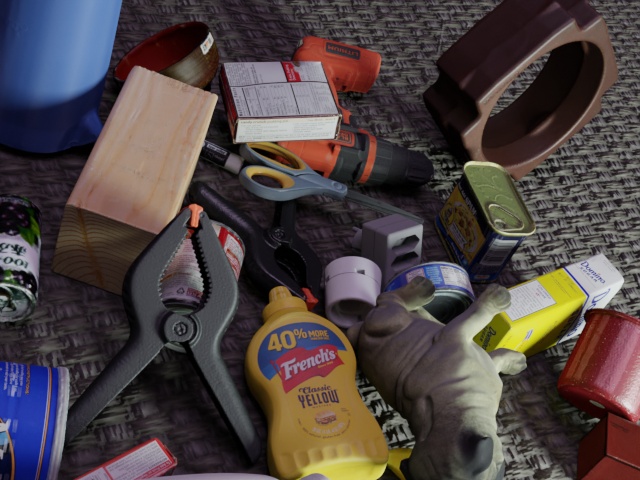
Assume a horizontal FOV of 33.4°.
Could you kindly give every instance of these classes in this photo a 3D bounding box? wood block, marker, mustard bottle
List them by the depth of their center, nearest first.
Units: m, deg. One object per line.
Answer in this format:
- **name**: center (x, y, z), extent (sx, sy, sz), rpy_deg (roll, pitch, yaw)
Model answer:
- **mustard bottle**: center (-0.013, 0.119, 0.911), extent (0.096, 0.058, 0.192), rpy_deg (-7, 52, -15)
- **wood block**: center (-0.168, -0.057, 0.985), extent (0.090, 0.091, 0.206), rpy_deg (19, 44, -7)
- **marker**: center (-0.136, -0.102, 1.096), extent (0.121, 0.020, 0.020), rpy_deg (25, 43, -2)

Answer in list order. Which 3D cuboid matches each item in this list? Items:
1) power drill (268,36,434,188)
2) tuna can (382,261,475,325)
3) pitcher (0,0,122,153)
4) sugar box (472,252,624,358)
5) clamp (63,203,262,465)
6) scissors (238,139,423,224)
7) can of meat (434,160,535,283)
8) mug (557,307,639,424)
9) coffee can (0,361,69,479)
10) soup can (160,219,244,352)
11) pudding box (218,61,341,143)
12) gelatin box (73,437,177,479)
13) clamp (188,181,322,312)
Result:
- **power drill**: center (0.034, -0.141, 1.188), extent (0.184, 0.057, 0.187), rpy_deg (12, 45, -14)
- **tuna can**: center (0.103, 0.059, 1.009), extent (0.086, 0.086, 0.034), rpy_deg (6, 48, -21)
- **pitcher**: center (-0.256, -0.214, 0.982), extent (0.149, 0.243, 0.145), rpy_deg (3, 46, -25)
- **sugar box**: center (0.212, 0.074, 1.041), extent (0.175, 0.093, 0.048), rpy_deg (-15, 57, -35)
- **clamp**: center (-0.125, 0.075, 0.850), extent (0.164, 0.036, 0.210), rpy_deg (2, 85, -20)
- **scissors**: center (0.003, -0.045, 1.069), extent (0.202, 0.016, 0.096), rpy_deg (28, 36, 5)
- **can of meat**: center (0.169, -0.018, 1.115), extent (0.057, 0.084, 0.102), rpy_deg (1, 49, -26)
- **mug**: center (0.283, 0.129, 1.025), extent (0.093, 0.117, 0.081), rpy_deg (17, 68, 39)
- **coffee can**: center (-0.256, 0.132, 0.750), extent (0.140, 0.103, 0.103), rpy_deg (9, 45, -18)
- **soup can**: center (-0.108, 0.040, 0.937), extent (0.068, 0.069, 0.102), rpy_deg (19, 44, -8)
- **pudding box**: center (-0.043, -0.144, 1.102), extent (0.113, 0.039, 0.090), rpy_deg (-5, 50, -14)
- **gelatin box**: center (-0.152, 0.188, 0.768), extent (0.089, 0.073, 0.030), rpy_deg (-23, 62, -40)
- **clamp**: center (-0.057, 0.001, 1.021), extent (0.120, 0.039, 0.171), rpy_deg (0, 45, -26)
